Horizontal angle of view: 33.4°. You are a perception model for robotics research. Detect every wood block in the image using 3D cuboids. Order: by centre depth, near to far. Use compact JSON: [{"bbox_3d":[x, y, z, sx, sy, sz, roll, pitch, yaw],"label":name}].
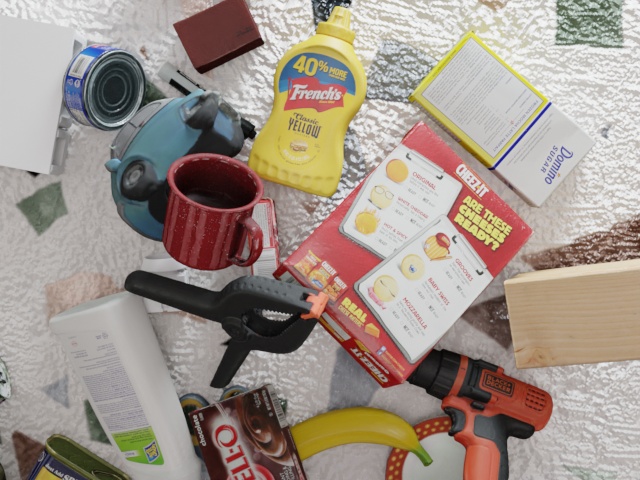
[{"bbox_3d":[0.297,0.068,1.051,0.206,0.090,0.091,-8,92,24],"label":"wood block"}]

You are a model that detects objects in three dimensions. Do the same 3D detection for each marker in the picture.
[{"bbox_3d":[-0.118,-0.145,1.121,0.121,0.020,0.020,37,92,0],"label":"marker"}]

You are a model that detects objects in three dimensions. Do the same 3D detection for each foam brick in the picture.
[{"bbox_3d":[-0.104,-0.213,1.103,0.078,0.051,0.053,-24,92,2],"label":"foam brick"}]

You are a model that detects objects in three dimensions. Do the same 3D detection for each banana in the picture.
[{"bbox_3d":[0.014,0.211,1.112,0.198,0.037,0.069,-9,70,10],"label":"banana"}]

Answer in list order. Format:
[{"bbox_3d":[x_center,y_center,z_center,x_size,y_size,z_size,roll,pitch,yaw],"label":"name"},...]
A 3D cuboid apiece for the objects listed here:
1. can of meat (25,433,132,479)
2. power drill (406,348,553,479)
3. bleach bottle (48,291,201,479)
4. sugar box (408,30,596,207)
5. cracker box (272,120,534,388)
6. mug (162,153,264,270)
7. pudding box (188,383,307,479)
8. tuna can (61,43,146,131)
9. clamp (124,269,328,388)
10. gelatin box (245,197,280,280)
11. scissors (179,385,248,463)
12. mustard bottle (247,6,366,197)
[{"bbox_3d":[-0.262,0.267,1.118,0.102,0.057,0.084,32,94,0],"label":"can of meat"},{"bbox_3d":[0.133,0.201,1.067,0.184,0.057,0.187,20,59,-1],"label":"power drill"},{"bbox_3d":[-0.190,0.181,1.106,0.103,0.068,0.251,-14,99,36],"label":"bleach bottle"},{"bbox_3d":[0.187,-0.124,1.104,0.176,0.048,0.093,42,92,-4],"label":"sugar box"},{"bbox_3d":[0.082,0.015,1.066,0.164,0.072,0.213,45,70,-2],"label":"cracker box"},{"bbox_3d":[-0.099,-0.019,1.027,0.117,0.093,0.082,36,131,24],"label":"mug"},{"bbox_3d":[-0.073,0.214,1.092,0.090,0.039,0.113,-21,80,10],"label":"pudding box"},{"bbox_3d":[-0.219,-0.155,1.087,0.034,0.086,0.086,19,92,35],"label":"tuna can"},{"bbox_3d":[-0.086,0.071,1.037,0.210,0.036,0.164,-20,121,42],"label":"clamp"},{"bbox_3d":[-0.057,0.001,1.098,0.030,0.073,0.089,-5,91,0],"label":"gelatin box"},{"bbox_3d":[-0.122,0.249,1.135,0.096,0.016,0.202,13,92,2],"label":"scissors"},{"bbox_3d":[-0.004,-0.147,1.100,0.096,0.058,0.191,17,92,5],"label":"mustard bottle"}]
